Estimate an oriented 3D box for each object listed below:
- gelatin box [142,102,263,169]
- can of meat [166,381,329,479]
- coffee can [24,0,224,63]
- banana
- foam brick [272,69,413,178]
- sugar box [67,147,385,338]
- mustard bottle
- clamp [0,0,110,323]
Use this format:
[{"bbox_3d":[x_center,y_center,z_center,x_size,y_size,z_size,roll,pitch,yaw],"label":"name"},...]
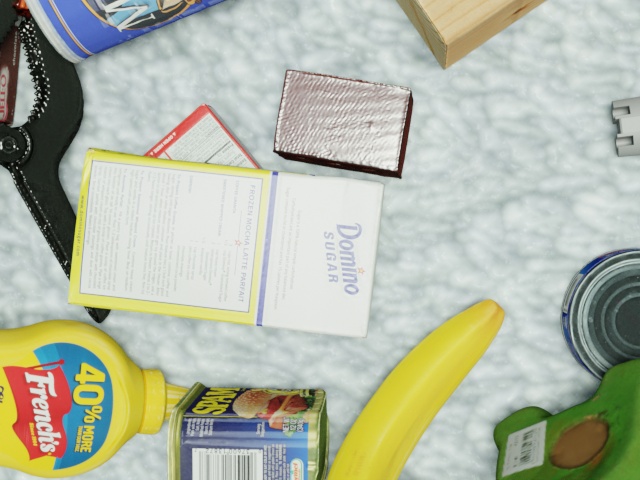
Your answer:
[{"bbox_3d":[-0.070,-0.029,0.669,0.073,0.030,0.089,-41,88,5],"label":"gelatin box"},{"bbox_3d":[-0.039,0.119,0.630,0.084,0.102,0.057,0,94,4],"label":"can of meat"},{"bbox_3d":[-0.104,-0.179,0.637,0.140,0.102,0.103,-21,88,6],"label":"coffee can"},{"bbox_3d":[0.048,0.112,0.617,0.070,0.197,0.037,-11,125,44],"label":"banana"},{"bbox_3d":[0.015,-0.070,0.648,0.078,0.053,0.051,10,91,7],"label":"foam brick"},{"bbox_3d":[-0.054,0.001,0.630,0.176,0.048,0.093,7,94,0],"label":"sugar box"},{"bbox_3d":[-0.171,0.095,0.643,0.191,0.058,0.096,5,98,-22],"label":"mustard bottle"},{"bbox_3d":[-0.186,-0.050,0.653,0.164,0.036,0.210,17,82,-32],"label":"clamp"}]
